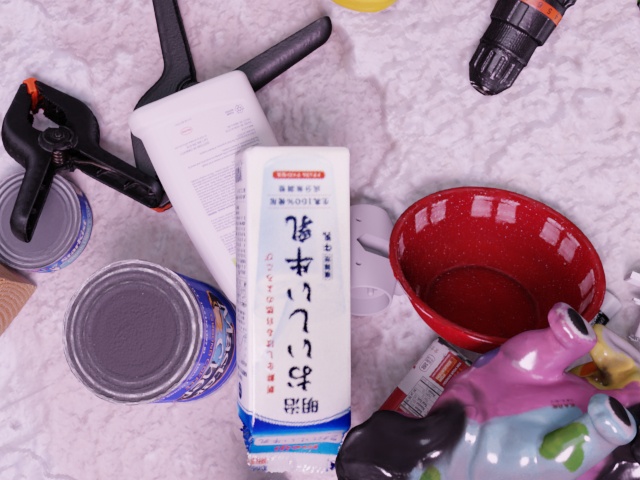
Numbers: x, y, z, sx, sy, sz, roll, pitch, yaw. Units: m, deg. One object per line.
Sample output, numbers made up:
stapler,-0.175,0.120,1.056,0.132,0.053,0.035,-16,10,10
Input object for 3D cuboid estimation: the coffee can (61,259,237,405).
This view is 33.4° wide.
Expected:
coffee can,-0.122,0.073,0.810,0.103,0.140,0.103,-1,82,8

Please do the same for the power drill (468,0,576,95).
power drill,0.121,-0.225,0.814,0.187,0.057,0.184,28,94,-30

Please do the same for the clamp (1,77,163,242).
clamp,-0.218,-0.066,0.861,0.120,0.039,0.172,-20,51,-33

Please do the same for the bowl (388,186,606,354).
bowl,0.127,0.032,0.800,0.162,0.055,0.162,4,45,-4

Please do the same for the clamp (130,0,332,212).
clamp,-0.090,-0.120,0.884,0.164,0.036,0.210,15,87,8

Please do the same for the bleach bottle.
bleach bottle,-0.055,0.001,0.834,0.102,0.068,0.251,-23,93,-6

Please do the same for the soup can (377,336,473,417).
soup can,0.084,0.132,0.809,0.068,0.068,0.102,38,89,11

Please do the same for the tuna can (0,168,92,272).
tuna can,-0.236,-0.016,0.892,0.086,0.033,0.086,-1,82,8
